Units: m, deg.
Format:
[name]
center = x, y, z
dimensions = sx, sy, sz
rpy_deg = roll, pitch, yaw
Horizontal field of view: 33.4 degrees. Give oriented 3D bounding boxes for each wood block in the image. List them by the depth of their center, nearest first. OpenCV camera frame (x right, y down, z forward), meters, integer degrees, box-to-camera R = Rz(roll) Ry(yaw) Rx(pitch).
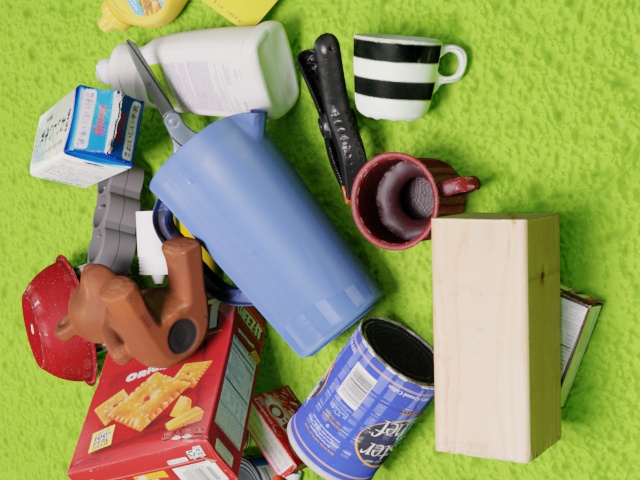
[wood block]
center = 0.157, 0.081, 0.945
dimensions = 0.090, 0.090, 0.206
rpy_deg = 2, 96, 31

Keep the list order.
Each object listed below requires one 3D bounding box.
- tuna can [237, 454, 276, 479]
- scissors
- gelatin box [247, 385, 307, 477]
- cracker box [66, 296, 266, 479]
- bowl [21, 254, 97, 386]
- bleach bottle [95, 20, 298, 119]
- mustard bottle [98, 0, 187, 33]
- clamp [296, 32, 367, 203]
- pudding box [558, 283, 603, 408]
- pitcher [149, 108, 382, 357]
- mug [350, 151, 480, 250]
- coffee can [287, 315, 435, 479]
[tuna can]
center = -0.077, 0.279, 1.172
dimensions = 0.086, 0.033, 0.086
rpy_deg = -3, 86, 48
[scissors]
center = -0.138, -0.127, 1.146
dimensions = 0.096, 0.016, 0.202
rpy_deg = -14, 111, -7
[gelatin box]
center = -0.038, 0.202, 1.132
dimensions = 0.030, 0.073, 0.089
rpy_deg = -45, 71, 26
[cracker box]
center = -0.155, 0.161, 1.111
dimensions = 0.164, 0.213, 0.072
rpy_deg = -17, 127, 20
[bowl]
center = -0.313, 0.101, 1.259
dimensions = 0.162, 0.055, 0.162
rpy_deg = 41, 137, 52
[bleach bottle]
center = -0.148, -0.188, 1.164
dimensions = 0.251, 0.068, 0.102
rpy_deg = 8, 129, 32
[mustard bottle]
center = -0.182, -0.294, 1.192
dimensions = 0.192, 0.058, 0.096
rpy_deg = -34, 81, 29
[clamp]
center = 0.017, -0.124, 1.062
dimensions = 0.039, 0.120, 0.171
rpy_deg = -20, 86, -4
[pudding box]
center = 0.200, 0.092, 0.998
dimensions = 0.090, 0.039, 0.113
rpy_deg = 25, 108, 28
[pitcher]
center = -0.057, 0.001, 1.083
dimensions = 0.145, 0.149, 0.243
rpy_deg = -37, 85, -17
[mug]
center = 0.099, -0.042, 1.024
dimensions = 0.117, 0.081, 0.093
rpy_deg = -18, 84, 32
[coffee can]
center = 0.046, 0.160, 1.060
dimensions = 0.103, 0.102, 0.140
rpy_deg = 43, 114, 22
